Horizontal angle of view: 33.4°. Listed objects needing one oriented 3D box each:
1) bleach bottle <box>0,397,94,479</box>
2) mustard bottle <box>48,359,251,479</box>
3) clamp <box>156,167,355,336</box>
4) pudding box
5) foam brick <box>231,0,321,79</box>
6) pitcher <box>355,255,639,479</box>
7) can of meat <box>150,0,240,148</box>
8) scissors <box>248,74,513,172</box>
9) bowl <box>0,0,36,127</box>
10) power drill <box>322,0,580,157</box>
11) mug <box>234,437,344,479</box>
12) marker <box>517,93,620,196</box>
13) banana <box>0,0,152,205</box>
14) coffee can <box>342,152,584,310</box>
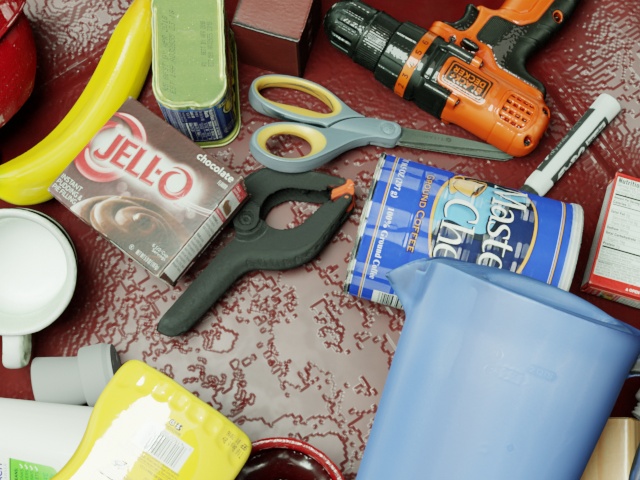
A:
[{"bbox_3d":[-0.257,0.152,0.720,0.251,0.068,0.102,4,115,8],"label":"bleach bottle"},{"bbox_3d":[-0.130,0.173,0.630,0.096,0.058,0.191,36,72,-3],"label":"mustard bottle"},{"bbox_3d":[-0.055,0.001,0.767,0.171,0.039,0.120,-11,76,2],"label":"clamp"},{"bbox_3d":[-0.119,-0.034,0.746,0.113,0.039,0.090,36,81,18],"label":"pudding box"},{"bbox_3d":[-0.031,-0.160,0.784,0.051,0.078,0.053,16,80,4],"label":"foam brick"},{"bbox_3d":[0.094,0.140,0.618,0.144,0.149,0.243,15,97,-39],"label":"pitcher"},{"bbox_3d":[-0.091,-0.128,0.774,0.057,0.084,0.102,-4,77,0],"label":"can of meat"},{"bbox_3d":[0.036,-0.067,0.779,0.202,0.016,0.096,21,53,5],"label":"scissors"},{"bbox_3d":[-0.257,-0.105,0.760,0.162,0.162,0.055,-42,119,-8],"label":"bowl"},{"bbox_3d":[0.119,-0.177,0.797,0.184,0.057,0.187,32,82,6],"label":"power drill"},{"bbox_3d":[-0.037,0.184,0.705,0.117,0.081,0.093,-29,79,-5],"label":"mug"},{"bbox_3d":[0.177,-0.060,0.787,0.020,0.020,0.121,41,81,9],"label":"marker"},{"bbox_3d":[-0.173,-0.091,0.776,0.037,0.069,0.197,27,65,21],"label":"banana"},{"bbox_3d":[0.096,0.007,0.731,0.140,0.103,0.103,16,78,5],"label":"coffee can"}]
